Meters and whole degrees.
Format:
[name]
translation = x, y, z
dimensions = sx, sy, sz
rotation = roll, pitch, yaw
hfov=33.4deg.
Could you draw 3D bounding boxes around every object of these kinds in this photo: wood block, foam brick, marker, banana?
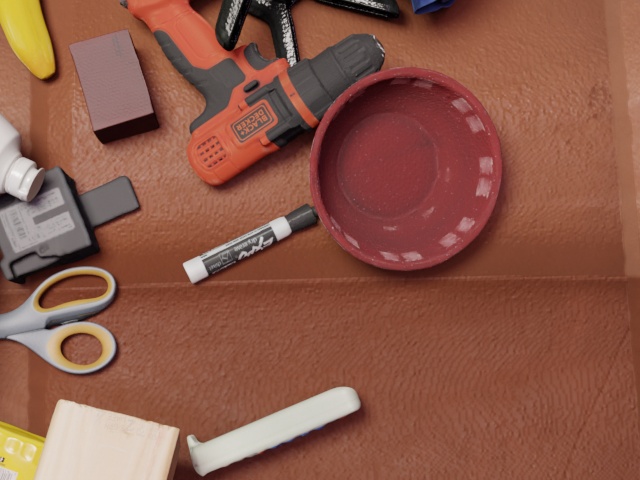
[wood block]
translation = -0.166, 0.227, 0.741
dimensions = 0.090, 0.091, 0.206
rotation = 14, 70, -3
[foam brick]
translation = -0.170, -0.127, 0.886
dimensions = 0.053, 0.051, 0.078
rotation = -16, 82, -6
[marker]
translation = -0.056, 0.001, 0.885
dimensions = 0.121, 0.020, 0.020
rotation = -26, 83, -6
[banana]
translation = -0.246, -0.236, 0.908
dimensions = 0.069, 0.037, 0.198
rotation = 8, 81, 0

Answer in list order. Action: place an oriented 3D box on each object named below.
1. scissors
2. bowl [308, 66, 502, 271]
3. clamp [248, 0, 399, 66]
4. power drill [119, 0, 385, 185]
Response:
[scissors]
translation = -0.254, 0.087, 0.866
dimensions = 0.201, 0.016, 0.096
rotation = -25, 83, -5
[bowl]
translation = 0.063, -0.059, 0.867
dimensions = 0.162, 0.055, 0.162
rotation = -2, 97, -13
[clamp]
translation = -0.018, -0.216, 0.910
dimensions = 0.120, 0.039, 0.171
rotation = -33, 86, -2
[power drill]
translation = -0.063, -0.164, 0.872
dimensions = 0.184, 0.057, 0.188
rotation = -33, 82, 10
